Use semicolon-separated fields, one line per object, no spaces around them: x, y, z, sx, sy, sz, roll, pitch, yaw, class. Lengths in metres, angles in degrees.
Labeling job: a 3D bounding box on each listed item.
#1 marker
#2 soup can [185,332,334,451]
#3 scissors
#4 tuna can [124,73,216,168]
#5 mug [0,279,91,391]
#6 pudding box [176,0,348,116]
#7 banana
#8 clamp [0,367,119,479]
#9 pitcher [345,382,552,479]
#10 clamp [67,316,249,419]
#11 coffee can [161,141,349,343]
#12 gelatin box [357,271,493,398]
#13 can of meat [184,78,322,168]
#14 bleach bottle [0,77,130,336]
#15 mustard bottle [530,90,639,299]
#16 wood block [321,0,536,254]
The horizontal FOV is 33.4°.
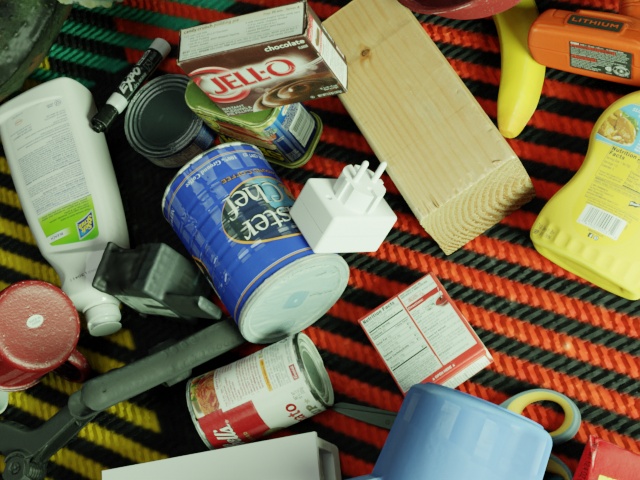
-0.183;-0.149;1.028;0.020;0.020;0.121;16;58;26;marker
-0.048;0.124;0.867;0.102;0.068;0.068;-25;64;11;soup can
0.112;0.135;0.828;0.202;0.016;0.096;26;80;28;scissors
-0.140;-0.112;1.010;0.086;0.033;0.086;-8;69;19;tuna can
-0.253;0.089;0.941;0.082;0.117;0.093;-26;29;55;mug
-0.045;-0.143;0.853;0.114;0.090;0.039;-11;65;20;pudding box
0.155;-0.180;0.914;0.070;0.037;0.198;-23;66;11;banana
-0.254;0.211;0.935;0.210;0.036;0.164;-15;64;14;clamp
0.061;0.223;0.737;0.145;0.149;0.243;16;79;33;pitcher
-0.134;0.106;0.894;0.171;0.120;0.039;-20;90;-31;clamp
-0.056;0.001;0.896;0.103;0.102;0.140;-39;62;4;coffee can
0.082;0.079;0.846;0.073;0.030;0.089;-35;53;4;gelatin box
-0.060;-0.114;0.951;0.102;0.083;0.057;20;79;26;can of meat
-0.236;-0.026;1.003;0.103;0.068;0.251;-25;66;14;bleach bottle
0.248;-0.057;0.819;0.096;0.058;0.191;29;84;27;mustard bottle
0.080;-0.104;0.887;0.091;0.090;0.206;-34;62;8;wood block
